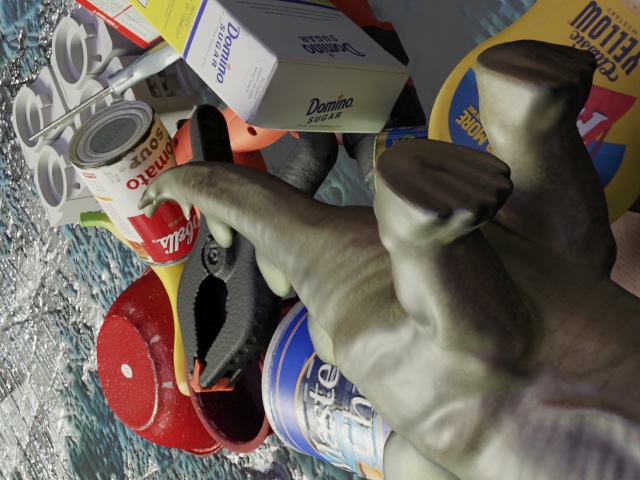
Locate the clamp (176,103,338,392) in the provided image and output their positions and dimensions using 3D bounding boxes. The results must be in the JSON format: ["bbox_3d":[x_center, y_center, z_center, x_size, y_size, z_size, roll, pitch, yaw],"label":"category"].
[{"bbox_3d":[-0.054,0.001,0.629,0.120,0.039,0.171,31,106,49],"label":"clamp"}]

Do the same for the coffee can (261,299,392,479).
[{"bbox_3d":[0.051,0.086,0.580,0.141,0.102,0.103,12,108,48],"label":"coffee can"}]

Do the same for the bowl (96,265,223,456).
[{"bbox_3d":[-0.130,0.098,0.840,0.162,0.055,0.162,16,111,47],"label":"bowl"}]

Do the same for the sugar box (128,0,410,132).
[{"bbox_3d":[-0.043,-0.121,0.566,0.176,0.093,0.048,50,126,33],"label":"sugar box"}]

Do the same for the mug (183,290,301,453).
[{"bbox_3d":[-0.030,0.070,0.690,0.093,0.081,0.117,10,107,49],"label":"mug"}]

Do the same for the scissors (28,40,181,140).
[{"bbox_3d":[-0.118,-0.121,0.729,0.202,0.096,0.016,-19,111,44],"label":"scissors"}]

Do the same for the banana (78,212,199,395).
[{"bbox_3d":[-0.110,0.034,0.784,0.198,0.069,0.037,50,160,39],"label":"banana"}]

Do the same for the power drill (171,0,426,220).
[{"bbox_3d":[-0.011,-0.059,0.655,0.188,0.057,0.184,-40,65,45],"label":"power drill"}]

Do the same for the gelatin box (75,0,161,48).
[{"bbox_3d":[-0.108,-0.169,0.677,0.089,0.073,0.030,-25,52,32],"label":"gelatin box"}]

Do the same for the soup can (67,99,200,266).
[{"bbox_3d":[-0.123,-0.040,0.748,0.069,0.068,0.102,26,154,44],"label":"soup can"}]
